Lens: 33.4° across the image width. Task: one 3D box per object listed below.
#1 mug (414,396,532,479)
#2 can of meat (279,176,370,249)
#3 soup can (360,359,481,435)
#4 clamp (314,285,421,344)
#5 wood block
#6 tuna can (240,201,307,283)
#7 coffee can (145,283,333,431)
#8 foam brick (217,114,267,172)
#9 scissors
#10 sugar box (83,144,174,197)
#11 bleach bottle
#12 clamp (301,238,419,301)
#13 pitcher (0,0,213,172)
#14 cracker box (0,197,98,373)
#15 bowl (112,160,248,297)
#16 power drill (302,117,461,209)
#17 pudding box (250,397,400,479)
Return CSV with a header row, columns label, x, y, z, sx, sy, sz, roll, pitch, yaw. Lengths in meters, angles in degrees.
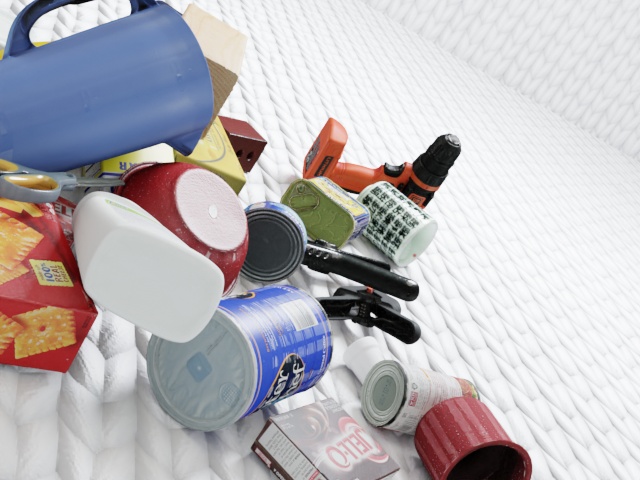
label,x,y,z,sx,sy,sz,roll,pitch,yaw
mug,0.143,0.208,1.001,0.117,0.093,0.081,58,0,-33
can of meat,0.008,-0.038,1.381,0.102,0.057,0.083,38,19,10
soup can,0.099,0.160,1.054,0.102,0.069,0.068,19,25,-33
clamp,0.041,0.074,1.173,0.120,0.039,0.171,19,4,-7
wood block,-0.150,-0.207,1.279,0.090,0.091,0.206,29,19,-12
tuna can,-0.058,0.001,1.151,0.086,0.086,0.033,32,19,-5
coffee can,-0.065,0.095,0.904,0.103,0.103,0.140,41,21,18
foam brick,-0.119,-0.127,1.395,0.078,0.053,0.051,5,35,-52
scissors,-0.244,-0.057,0.929,0.096,0.016,0.201,21,10,4
sugar box,-0.198,-0.084,1.106,0.093,0.048,0.176,16,47,-38
bleach bottle,-0.153,0.007,0.880,0.102,0.068,0.251,29,2,-19
clamp,0.009,0.022,1.218,0.209,0.036,0.165,18,3,-17
pitcher,-0.236,-0.139,1.000,0.242,0.145,0.149,-23,59,-29
cracker box,-0.292,0.010,0.801,0.213,0.072,0.164,16,26,-37
bowl,-0.124,-0.019,1.051,0.161,0.055,0.162,29,45,-34
power drill,0.082,-0.104,1.487,0.187,0.185,0.057,20,43,-16
pudding box,0.006,0.183,0.902,0.090,0.039,0.113,42,22,21
